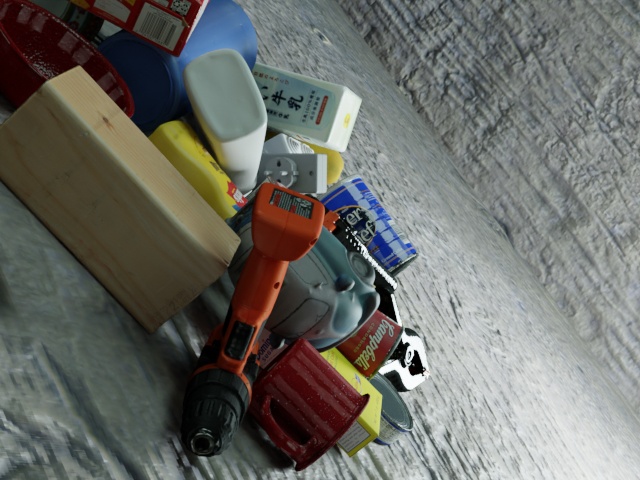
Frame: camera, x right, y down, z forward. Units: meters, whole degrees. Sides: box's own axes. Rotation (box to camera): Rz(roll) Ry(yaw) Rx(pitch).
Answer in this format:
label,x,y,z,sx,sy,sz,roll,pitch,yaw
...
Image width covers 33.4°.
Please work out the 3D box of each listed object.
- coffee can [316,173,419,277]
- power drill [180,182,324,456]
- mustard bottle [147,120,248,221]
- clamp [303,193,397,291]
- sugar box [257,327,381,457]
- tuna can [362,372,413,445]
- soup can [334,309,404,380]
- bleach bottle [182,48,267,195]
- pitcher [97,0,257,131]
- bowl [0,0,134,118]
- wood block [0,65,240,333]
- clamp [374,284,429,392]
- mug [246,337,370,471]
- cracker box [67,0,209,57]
label,x,y,z,sx,sy,sz,roll,pitch,yaw
coffee can,0.053,-0.006,1.463,0.140,0.103,0.102,53,15,10
power drill,-0.057,0.059,0.837,0.057,0.188,0.184,22,19,-6
mustard bottle,-0.101,-0.032,1.074,0.191,0.058,0.096,50,6,5
clamp,0.028,0.000,1.226,0.164,0.036,0.210,44,0,4
sugar box,-0.012,0.125,1.067,0.176,0.048,0.093,49,15,-11
tuna can,0.062,0.181,1.169,0.086,0.034,0.086,46,16,-17
soup can,0.029,0.092,1.133,0.102,0.068,0.068,35,16,-1
bleach bottle,-0.104,-0.113,1.179,0.251,0.068,0.102,110,-44,-75
pitcher,-0.174,-0.213,1.219,0.149,0.145,0.242,17,23,8
bowl,-0.253,-0.153,0.999,0.162,0.055,0.162,40,18,-16
wood block,-0.173,-0.036,0.898,0.206,0.090,0.090,48,16,-10
clamp,0.086,0.143,1.279,0.039,0.120,0.171,9,-28,35
mug,-0.021,0.144,0.922,0.081,0.093,0.117,45,26,-1
cracker box,-0.193,-0.292,1.132,0.164,0.072,0.213,26,27,-10
